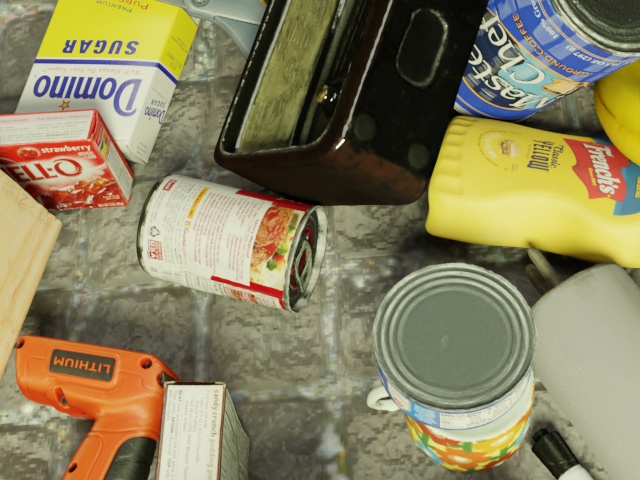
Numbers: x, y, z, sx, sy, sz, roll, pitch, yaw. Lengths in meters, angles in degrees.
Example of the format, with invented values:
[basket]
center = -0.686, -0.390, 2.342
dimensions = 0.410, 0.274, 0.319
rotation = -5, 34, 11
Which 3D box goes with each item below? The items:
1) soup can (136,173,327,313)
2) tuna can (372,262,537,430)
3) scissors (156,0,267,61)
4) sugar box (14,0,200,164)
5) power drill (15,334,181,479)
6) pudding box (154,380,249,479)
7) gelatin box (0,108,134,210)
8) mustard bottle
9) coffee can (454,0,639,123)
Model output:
[soup can]
center = -0.054, 0.001, 0.664
dimensions = 0.102, 0.068, 0.068
rotation = 13, 63, 16
[tuna can]
center = 0.071, 0.057, 0.571
dimensions = 0.086, 0.034, 0.086
rotation = -3, 60, 5
[scissors]
center = -0.072, -0.139, 0.706
dimensions = 0.201, 0.016, 0.096
rotation = -1, 73, -10
[sugar box]
center = -0.138, -0.150, 0.746
dimensions = 0.093, 0.048, 0.176
rotation = 16, 81, 16
[power drill]
center = -0.163, 0.150, 0.601
dimensions = 0.184, 0.057, 0.187
rotation = 7, 63, 14
[pudding box]
center = -0.064, 0.142, 0.570
dimensions = 0.039, 0.090, 0.113
rotation = -3, 61, 5
[gelatin box]
center = -0.177, -0.051, 0.703
dimensions = 0.089, 0.073, 0.030
rotation = -3, 56, 11
[mustard bottle]
center = 0.166, -0.026, 0.650
dimensions = 0.192, 0.058, 0.096
rotation = 11, 38, 12
[coffee can]
center = 0.139, -0.139, 0.656
dimensions = 0.102, 0.140, 0.103
rotation = 4, 78, -22
